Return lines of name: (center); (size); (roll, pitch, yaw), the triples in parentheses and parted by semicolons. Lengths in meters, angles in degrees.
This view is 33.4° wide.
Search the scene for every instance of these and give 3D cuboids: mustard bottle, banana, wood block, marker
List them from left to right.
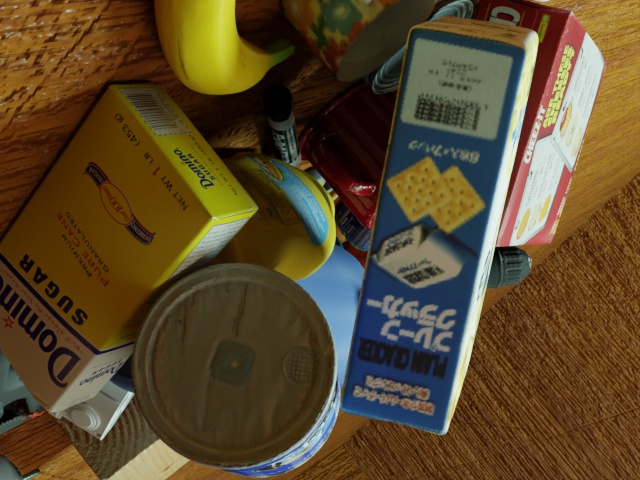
wood block: (-0.178, 0.175, 0.993); (0.090, 0.090, 0.206); (-37, 167, -14)
banana: (-0.049, -0.113, 0.504); (0.069, 0.037, 0.198); (-55, 171, -10)
mustard bottle: (-0.040, -0.016, 0.714); (0.058, 0.096, 0.191); (-45, 166, 23)
marker: (-0.026, -0.075, 0.723); (0.020, 0.020, 0.121); (-37, 167, -8)

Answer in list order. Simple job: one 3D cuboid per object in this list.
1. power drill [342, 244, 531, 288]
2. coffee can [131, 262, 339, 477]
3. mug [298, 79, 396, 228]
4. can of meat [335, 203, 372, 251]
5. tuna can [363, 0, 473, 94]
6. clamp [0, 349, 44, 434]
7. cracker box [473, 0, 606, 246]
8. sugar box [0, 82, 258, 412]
power drill: (0.104, 0.027, 1.104); (0.184, 0.057, 0.188); (-3, -179, -10)
coffee can: (-0.041, 0.078, 0.594); (0.102, 0.103, 0.140); (-37, 167, -7)
mug: (0.036, -0.062, 0.796); (0.093, 0.081, 0.117); (-46, 165, 28)
can of meat: (0.072, -0.042, 1.022); (0.101, 0.057, 0.084); (-28, 165, -38)
tuna can: (0.057, -0.138, 0.705); (0.086, 0.034, 0.086); (-37, 167, -10)
clamp: (-0.247, 0.118, 0.723); (0.164, 0.036, 0.210); (-39, 170, -6)
cracker box: (0.149, -0.083, 0.807); (0.213, 0.072, 0.164); (-1, 109, -68)
sugar box: (-0.120, 0.008, 0.580); (0.176, 0.093, 0.048); (-47, 163, 28)
